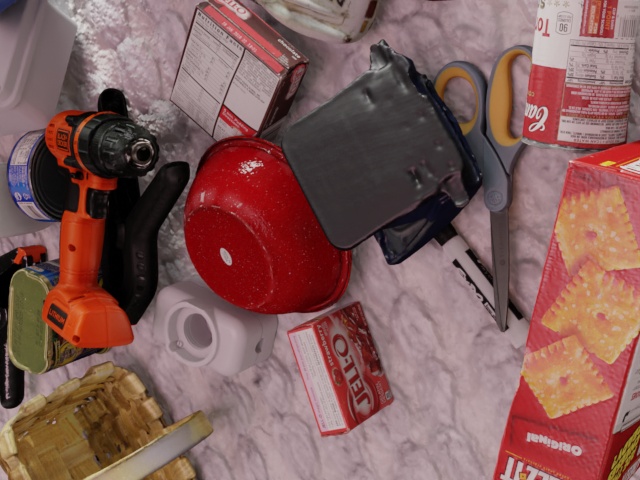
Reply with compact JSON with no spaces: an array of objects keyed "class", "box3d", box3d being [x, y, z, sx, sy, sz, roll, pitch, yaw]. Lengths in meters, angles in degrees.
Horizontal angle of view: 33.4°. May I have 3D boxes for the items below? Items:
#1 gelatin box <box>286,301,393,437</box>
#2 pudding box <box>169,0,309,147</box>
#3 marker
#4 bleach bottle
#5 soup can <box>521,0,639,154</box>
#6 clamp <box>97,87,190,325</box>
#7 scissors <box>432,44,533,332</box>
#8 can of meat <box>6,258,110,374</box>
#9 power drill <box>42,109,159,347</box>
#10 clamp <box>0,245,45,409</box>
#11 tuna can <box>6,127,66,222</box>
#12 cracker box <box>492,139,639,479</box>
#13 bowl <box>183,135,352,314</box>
[{"class":"gelatin box","box3d":[0.017,0.100,0.836,0.030,0.073,0.089,-19,91,34]},{"class":"pudding box","box3d":[-0.066,-0.125,0.831,0.090,0.039,0.114,43,141,10]},{"class":"marker","box3d":[0.115,0.026,0.789,0.020,0.020,0.121,-43,77,32]},{"class":"bleach bottle","box3d":[-0.378,-0.038,1.039,0.251,0.102,0.068,0,97,32]},{"class":"soup can","box3d":[0.170,-0.111,0.692,0.069,0.068,0.102,13,107,30]},{"class":"clamp","box3d":[-0.168,-0.019,0.935,0.165,0.036,0.210,52,138,43]},{"class":"scissors","box3d":[0.112,-0.043,0.769,0.096,0.016,0.202,19,106,32]},{"class":"can of meat","box3d":[-0.240,0.066,0.987,0.058,0.083,0.102,17,110,29]},{"class":"power drill","box3d":[-0.180,-0.012,0.867,0.185,0.057,0.188,20,106,60]},{"class":"clamp","box3d":[-0.324,0.071,1.070,0.120,0.039,0.171,28,109,19]},{"class":"tuna can","box3d":[-0.238,-0.059,0.955,0.034,0.085,0.086,2,102,34]},{"class":"cracker box","box3d":[0.185,0.049,0.663,0.072,0.163,0.214,21,112,29]},{"class":"bowl","box3d":[-0.056,0.001,0.841,0.162,0.055,0.162,24,132,29]}]
